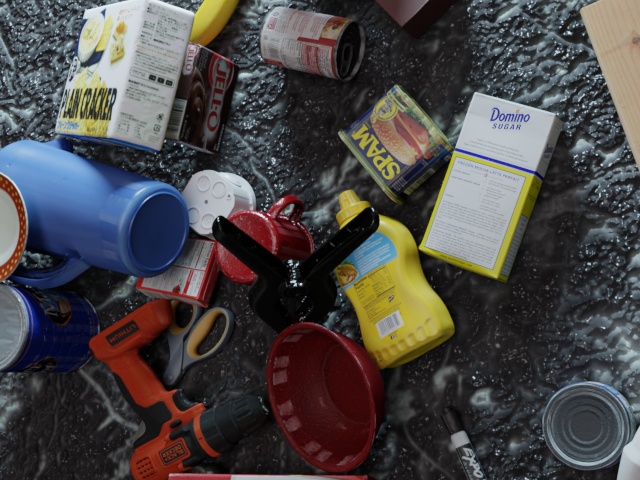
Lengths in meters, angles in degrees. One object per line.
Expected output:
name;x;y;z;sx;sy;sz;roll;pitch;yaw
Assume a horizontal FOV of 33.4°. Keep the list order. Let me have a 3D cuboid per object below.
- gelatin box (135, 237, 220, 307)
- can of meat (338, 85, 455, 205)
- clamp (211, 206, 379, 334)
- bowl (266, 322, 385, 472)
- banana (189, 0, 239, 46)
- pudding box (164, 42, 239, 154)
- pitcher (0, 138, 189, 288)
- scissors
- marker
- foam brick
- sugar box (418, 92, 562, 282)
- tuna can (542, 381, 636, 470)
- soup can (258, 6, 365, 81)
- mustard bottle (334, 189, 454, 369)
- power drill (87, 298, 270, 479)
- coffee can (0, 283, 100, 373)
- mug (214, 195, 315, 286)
gelatin box;-0.161;0.034;1.242;0.089;0.030;0.073;8;70;25
can of meat;0.084;-0.104;1.141;0.084;0.057;0.102;-41;69;12
clamp;-0.018;0.036;1.109;0.164;0.210;0.036;-7;52;0
bowl;0.015;0.158;1.120;0.162;0.055;0.162;16;113;43
banana;-0.123;-0.299;1.271;0.070;0.037;0.198;36;99;23
pudding box;-0.141;-0.163;1.233;0.039;0.089;0.113;16;91;27
pitcher;-0.275;-0.024;1.229;0.243;0.144;0.149;15;111;36
scissors;-0.181;0.142;1.254;0.202;0.016;0.096;-46;66;13
marker;0.153;0.226;1.087;0.020;0.020;0.121;-29;72;19
foam brick;0.108;-0.266;1.152;0.078;0.051;0.053;-43;69;14
sugar box;0.175;-0.055;1.098;0.093;0.048;0.176;21;89;26
tuna can;0.260;0.180;1.035;0.086;0.033;0.086;-3;82;24
soup can;-0.010;-0.220;1.192;0.102;0.068;0.068;16;90;26
mustard bottle;0.063;0.033;1.130;0.096;0.058;0.192;-35;69;34
power drill;-0.166;0.164;1.204;0.185;0.057;0.188;-30;80;17
coffee can;-0.344;0.106;1.264;0.103;0.140;0.103;-3;82;24
mug;-0.058;0.001;1.178;0.093;0.081;0.117;39;100;24
